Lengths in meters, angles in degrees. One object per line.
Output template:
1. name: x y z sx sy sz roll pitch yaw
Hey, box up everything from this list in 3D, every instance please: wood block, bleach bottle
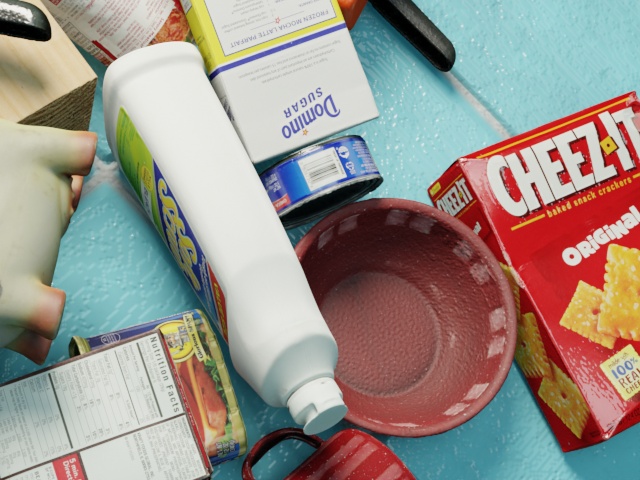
1. wood block: -0.241 -0.144 0.680 0.090 0.091 0.206 -35 85 -22
2. bleach bottle: -0.054 0.001 0.643 0.068 0.103 0.251 -20 60 -22

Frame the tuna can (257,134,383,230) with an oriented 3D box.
1. tuna can: -0.003 -0.038 0.713 0.086 0.086 0.034 -21 82 -21

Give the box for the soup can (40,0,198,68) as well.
1. soup can: -0.136 -0.154 0.708 0.102 0.069 0.068 38 65 -24

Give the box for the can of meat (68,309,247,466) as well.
1. can of meat: -0.101 0.099 0.660 0.083 0.058 0.102 -14 77 -21

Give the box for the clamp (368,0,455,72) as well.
1. clamp: 0.036 -0.191 0.800 0.120 0.039 0.171 -1 77 -16

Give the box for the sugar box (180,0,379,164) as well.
1. sugar box: -0.037 -0.145 0.690 0.093 0.048 0.176 -21 98 -13

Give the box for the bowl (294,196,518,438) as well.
1. bowl: 0.046 0.055 0.712 0.162 0.055 0.162 5 69 -12

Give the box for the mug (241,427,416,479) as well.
1. mug: 0.004 0.163 0.656 0.117 0.093 0.081 40 60 21

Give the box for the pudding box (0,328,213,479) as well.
1. pudding box: -0.127 0.110 0.596 0.113 0.039 0.090 -18 76 -11

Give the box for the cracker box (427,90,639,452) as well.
1. cracker box: 0.200 0.018 0.760 0.164 0.072 0.214 -22 79 -21
